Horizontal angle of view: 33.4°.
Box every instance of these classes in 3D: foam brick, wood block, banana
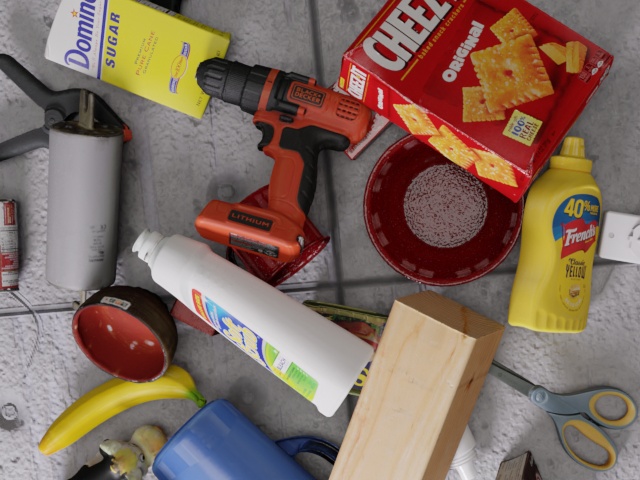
[{"bbox_3d":[-0.115,0.063,1.122,0.051,0.078,0.053,27,96,9],"label":"foam brick"},{"bbox_3d":[0.093,0.164,1.045,0.090,0.090,0.206,26,105,25],"label":"wood block"},{"bbox_3d":[-0.215,0.175,1.151,0.198,0.069,0.037,-20,122,12],"label":"banana"}]

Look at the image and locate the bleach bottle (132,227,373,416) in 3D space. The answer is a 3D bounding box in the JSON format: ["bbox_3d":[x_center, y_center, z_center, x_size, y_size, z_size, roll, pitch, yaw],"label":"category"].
[{"bbox_3d":[-0.072,0.070,1.040,0.251,0.103,0.068,33,65,6],"label":"bleach bottle"}]

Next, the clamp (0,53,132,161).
[{"bbox_3d":[-0.291,-0.141,1.161,0.171,0.039,0.120,3,102,4],"label":"clamp"}]

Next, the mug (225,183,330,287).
[{"bbox_3d":[-0.057,0.001,1.110,0.081,0.093,0.117,51,128,9],"label":"mug"}]

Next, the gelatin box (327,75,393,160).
[{"bbox_3d":[0.040,-0.140,1.111,0.089,0.030,0.073,-44,85,9],"label":"gelatin box"}]

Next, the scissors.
[{"bbox_3d":[0.240,0.149,1.080,0.096,0.016,0.201,-43,96,2],"label":"scissors"}]

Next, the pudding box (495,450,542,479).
[{"bbox_3d":[0.207,0.268,1.058,0.039,0.113,0.090,-22,89,13],"label":"pudding box"}]

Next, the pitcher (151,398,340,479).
[{"bbox_3d":[-0.048,0.274,1.103,0.243,0.149,0.145,44,113,8],"label":"pitcher"}]

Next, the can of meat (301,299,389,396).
[{"bbox_3d":[0.022,0.112,1.112,0.102,0.057,0.084,10,92,9],"label":"can of meat"}]

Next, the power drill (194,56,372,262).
[{"bbox_3d":[-0.058,-0.084,1.052,0.184,0.057,0.187,17,71,5],"label":"power drill"}]

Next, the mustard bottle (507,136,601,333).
[{"bbox_3d":[0.237,-0.007,1.054,0.058,0.096,0.191,10,94,49],"label":"mustard bottle"}]

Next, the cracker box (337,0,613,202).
[{"bbox_3d":[0.150,-0.165,1.035,0.214,0.072,0.164,35,71,9],"label":"cracker box"}]

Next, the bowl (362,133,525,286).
[{"bbox_3d":[0.126,-0.035,1.088,0.162,0.055,0.162,0,92,9],"label":"bowl"}]

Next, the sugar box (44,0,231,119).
[{"bbox_3d":[-0.190,-0.203,1.112,0.176,0.048,0.093,20,107,-8],"label":"sugar box"}]

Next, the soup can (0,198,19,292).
[{"bbox_3d":[-0.366,0.006,1.166,0.068,0.068,0.102,-1,92,9],"label":"soup can"}]
